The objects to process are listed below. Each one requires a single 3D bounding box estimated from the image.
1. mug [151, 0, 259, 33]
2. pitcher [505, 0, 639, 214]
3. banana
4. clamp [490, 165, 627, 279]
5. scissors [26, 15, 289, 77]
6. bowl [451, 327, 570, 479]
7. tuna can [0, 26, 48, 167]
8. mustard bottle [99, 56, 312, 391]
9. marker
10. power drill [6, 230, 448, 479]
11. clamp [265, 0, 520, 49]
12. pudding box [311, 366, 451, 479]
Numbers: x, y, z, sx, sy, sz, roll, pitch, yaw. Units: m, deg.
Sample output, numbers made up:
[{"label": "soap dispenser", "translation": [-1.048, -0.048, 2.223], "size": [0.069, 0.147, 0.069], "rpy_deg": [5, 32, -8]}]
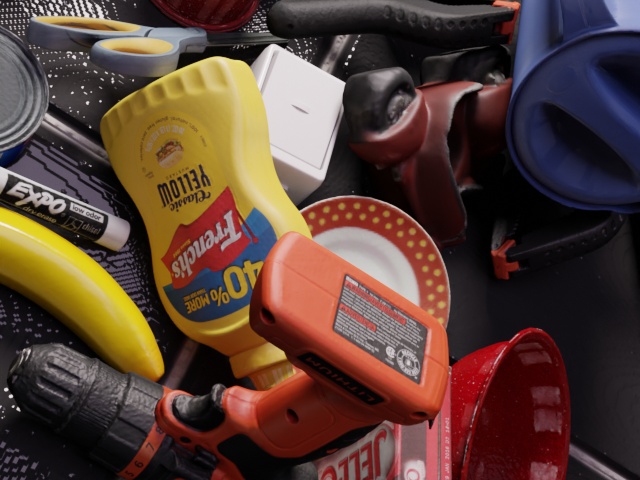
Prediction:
[{"label": "mug", "translation": [-0.075, -0.201, 0.694], "size": [0.117, 0.082, 0.093], "rpy_deg": [23, 59, -19]}, {"label": "pitcher", "translation": [0.192, -0.149, 0.727], "size": [0.145, 0.149, 0.242], "rpy_deg": [21, 41, -7]}, {"label": "banana", "translation": [-0.170, 0.019, 0.571], "size": [0.197, 0.037, 0.069], "rpy_deg": [20, 78, -19]}, {"label": "clamp", "translation": [0.188, -0.054, 0.777], "size": [0.209, 0.036, 0.165], "rpy_deg": [-38, 49, -15]}, {"label": "scissors", "translation": [-0.077, -0.118, 0.654], "size": [0.201, 0.016, 0.096], "rpy_deg": [-4, 27, -36]}, {"label": "bowl", "translation": [0.095, 0.129, 0.632], "size": [0.161, 0.055, 0.162], "rpy_deg": [-13, 105, -56]}, {"label": "tuna can", "translation": [-0.199, -0.080, 0.598], "size": [0.086, 0.034, 0.086], "rpy_deg": [12, 63, -25]}, {"label": "mustard bottle", "translation": [-0.054, 0.001, 0.606], "size": [0.058, 0.096, 0.191], "rpy_deg": [-6, 75, -66]}, {"label": "marker", "translation": [-0.159, -0.024, 0.585], "size": [0.121, 0.020, 0.020], "rpy_deg": [26, 56, -36]}, {"label": "power drill", "translation": [-0.043, 0.073, 0.525], "size": [0.184, 0.188, 0.057], "rpy_deg": [31, 45, -19]}, {"label": "clamp", "translation": [0.045, -0.153, 0.712], "size": [0.171, 0.039, 0.120], "rpy_deg": [11, 40, 8]}, {"label": "pudding box", "translation": [0.030, 0.123, 0.588], "size": [0.039, 0.114, 0.090], "rpy_deg": [14, 61, -20]}]
